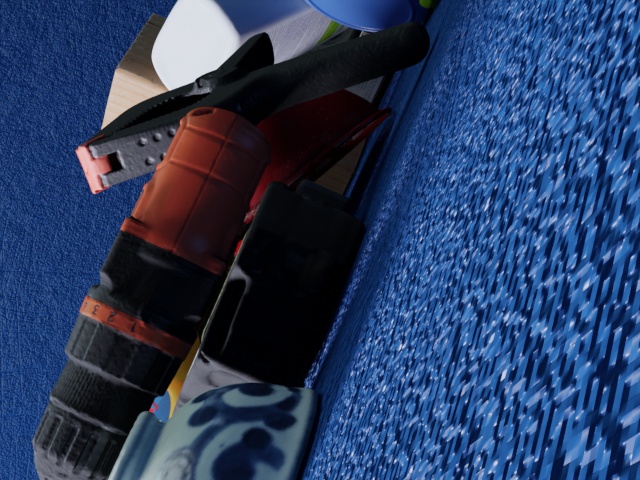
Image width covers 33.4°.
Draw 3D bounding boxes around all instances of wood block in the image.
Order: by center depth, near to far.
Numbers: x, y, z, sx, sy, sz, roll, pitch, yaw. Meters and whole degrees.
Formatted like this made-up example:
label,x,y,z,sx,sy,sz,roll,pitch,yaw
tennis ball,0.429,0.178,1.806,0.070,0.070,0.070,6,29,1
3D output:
label,x,y,z,sx,sy,sz,roll,pitch,yaw
wood block,-0.070,-0.096,0.902,0.090,0.206,0.090,116,176,-45

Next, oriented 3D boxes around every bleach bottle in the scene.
label,x,y,z,sx,sy,sz,roll,pitch,yaw
bleach bottle,-0.017,-0.189,0.878,0.250,0.068,0.103,-31,-12,-43

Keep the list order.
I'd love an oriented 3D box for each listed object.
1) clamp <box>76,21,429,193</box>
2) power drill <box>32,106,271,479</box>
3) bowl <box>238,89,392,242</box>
label,x,y,z,sx,sy,sz,roll,pitch,yaw
clamp,-0.059,-0.087,0.647,0.209,0.036,0.165,-29,23,-26
power drill,-0.084,0.033,0.545,0.184,0.057,0.188,-63,6,-8
bowl,-0.030,-0.057,0.723,0.162,0.055,0.162,-39,0,-1
